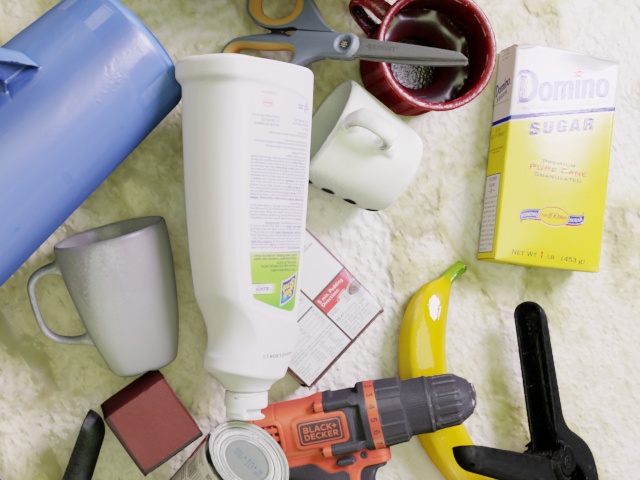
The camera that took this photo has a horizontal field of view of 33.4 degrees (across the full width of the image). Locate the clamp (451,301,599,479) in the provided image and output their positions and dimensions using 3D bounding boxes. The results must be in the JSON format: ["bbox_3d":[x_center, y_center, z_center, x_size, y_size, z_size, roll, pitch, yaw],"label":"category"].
[{"bbox_3d":[0.171,0.175,0.827,0.164,0.036,0.210,-47,119,-44],"label":"clamp"}]

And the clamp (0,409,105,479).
[{"bbox_3d":[-0.193,0.206,0.779,0.120,0.039,0.171,-20,96,10],"label":"clamp"}]

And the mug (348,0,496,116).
[{"bbox_3d":[0.069,-0.148,0.824,0.117,0.081,0.093,37,82,-9],"label":"mug"}]

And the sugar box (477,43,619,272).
[{"bbox_3d":[0.185,-0.065,0.865,0.093,0.048,0.176,7,89,-12],"label":"sugar box"}]

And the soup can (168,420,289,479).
[{"bbox_3d":[-0.076,0.185,0.770,0.068,0.068,0.102,33,123,-10],"label":"soup can"}]

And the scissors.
[{"bbox_3d":[0.014,-0.160,0.787,0.202,0.016,0.096,-4,74,27],"label":"scissors"}]

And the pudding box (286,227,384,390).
[{"bbox_3d":[-0.020,0.045,0.824,0.113,0.039,0.090,45,83,-5],"label":"pudding box"}]

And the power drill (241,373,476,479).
[{"bbox_3d":[0.040,0.200,0.809,0.184,0.057,0.187,-11,90,6],"label":"power drill"}]

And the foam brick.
[{"bbox_3d":[-0.124,0.131,0.781,0.051,0.078,0.053,-35,97,-12],"label":"foam brick"}]

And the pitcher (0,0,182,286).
[{"bbox_3d":[-0.216,-0.066,0.729,0.242,0.149,0.145,-46,110,-15],"label":"pitcher"}]

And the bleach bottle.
[{"bbox_3d":[-0.055,0.001,0.752,0.102,0.068,0.251,0,92,-50],"label":"bleach bottle"}]

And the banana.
[{"bbox_3d":[0.098,0.118,0.848,0.069,0.037,0.198,-7,90,-10],"label":"banana"}]
